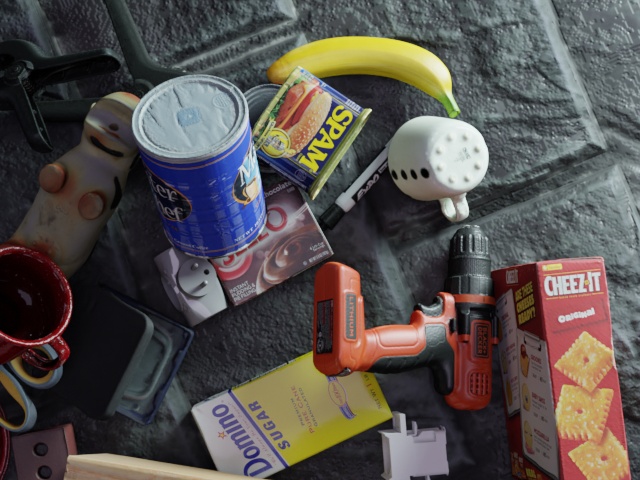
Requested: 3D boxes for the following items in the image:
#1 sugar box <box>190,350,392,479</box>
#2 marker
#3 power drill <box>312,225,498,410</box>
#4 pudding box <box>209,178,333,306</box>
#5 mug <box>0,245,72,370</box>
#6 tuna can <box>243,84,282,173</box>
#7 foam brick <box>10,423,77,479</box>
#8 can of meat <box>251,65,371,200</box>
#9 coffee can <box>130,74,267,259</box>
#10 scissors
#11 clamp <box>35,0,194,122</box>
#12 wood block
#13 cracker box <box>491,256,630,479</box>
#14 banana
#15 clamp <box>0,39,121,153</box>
[{"bbox_3d":[-0.029,0.168,1.044,0.176,0.048,0.093,-25,88,-7],"label":"sugar box"},{"bbox_3d":[0.041,-0.057,1.080,0.020,0.020,0.121,43,84,0],"label":"marker"},{"bbox_3d":[0.087,0.067,1.029,0.187,0.057,0.184,7,76,-24],"label":"power drill"},{"bbox_3d":[-0.057,0.001,1.058,0.113,0.039,0.090,-28,87,-6],"label":"pudding box"},{"bbox_3d":[-0.273,0.071,0.951,0.117,0.082,0.093,46,44,-14],"label":"mug"},{"bbox_3d":[-0.050,-0.111,1.070,0.086,0.034,0.086,0,86,-4],"label":"tuna can"},{"bbox_3d":[-0.260,0.219,1.021,0.053,0.051,0.078,-11,87,-4],"label":"foam brick"},{"bbox_3d":[-0.014,-0.105,1.026,0.084,0.057,0.102,34,83,2],"label":"can of meat"},{"bbox_3d":[-0.107,-0.065,0.975,0.103,0.140,0.103,-3,52,4],"label":"coffee can"},{"bbox_3d":[-0.316,0.087,1.016,0.096,0.016,0.202,-36,75,9],"label":"scissors"},{"bbox_3d":[-0.188,-0.137,1.061,0.210,0.036,0.164,40,91,-1],"label":"clamp"},{"bbox_3d":[-0.126,0.254,0.972,0.206,0.090,0.090,6,81,13],"label":"wood block"},{"bbox_3d":[0.223,0.127,1.006,0.072,0.164,0.214,-5,86,-6],"label":"cracker box"},{"bbox_3d":[0.047,-0.174,1.073,0.198,0.037,0.069,10,58,1],"label":"banana"},{"bbox_3d":[-0.282,-0.142,1.012,0.172,0.039,0.120,12,56,30],"label":"clamp"}]
